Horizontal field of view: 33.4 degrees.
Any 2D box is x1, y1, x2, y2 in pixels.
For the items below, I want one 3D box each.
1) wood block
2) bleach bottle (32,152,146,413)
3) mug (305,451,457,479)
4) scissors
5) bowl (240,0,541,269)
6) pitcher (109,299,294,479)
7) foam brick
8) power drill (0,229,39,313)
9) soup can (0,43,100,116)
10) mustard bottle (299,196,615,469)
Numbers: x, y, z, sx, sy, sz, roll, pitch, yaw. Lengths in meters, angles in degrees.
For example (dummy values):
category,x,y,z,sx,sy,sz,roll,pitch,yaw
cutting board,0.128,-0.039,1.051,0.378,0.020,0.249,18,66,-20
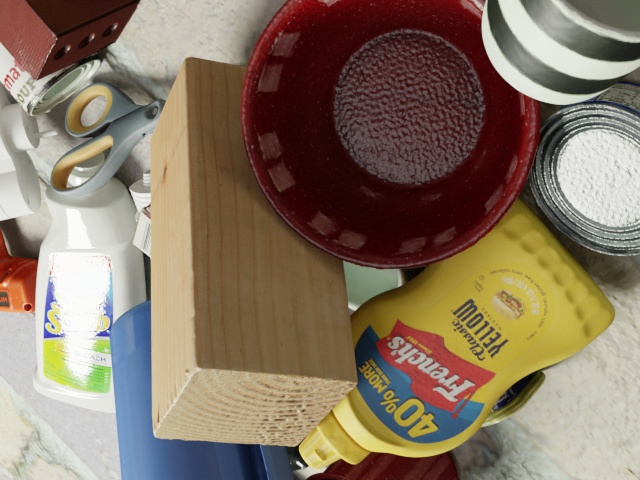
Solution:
category,x,y,z,sx,sy,sz,roll,pitch,yaw
wood block,-0.046,0.005,0.624,0.091,0.090,0.206,126,145,-50
bleach bottle,-0.196,0.032,0.888,0.102,0.068,0.251,14,130,10
mug,0.055,0.188,0.770,0.117,0.081,0.093,38,139,15
scissors,-0.120,-0.100,0.750,0.202,0.016,0.096,-31,54,26
bowl,0.041,-0.068,0.578,0.162,0.055,0.162,4,103,18
pitcher,-0.078,0.160,0.766,0.145,0.149,0.243,51,-156,-64
foam brick,-0.173,-0.153,0.719,0.051,0.078,0.053,51,140,1
power drill,-0.291,-0.029,0.942,0.185,0.057,0.187,0,117,47
soup can,-0.216,-0.149,0.769,0.102,0.068,0.069,51,140,-2
mustard bottle,0.064,0.065,0.606,0.192,0.058,0.096,-41,94,11
